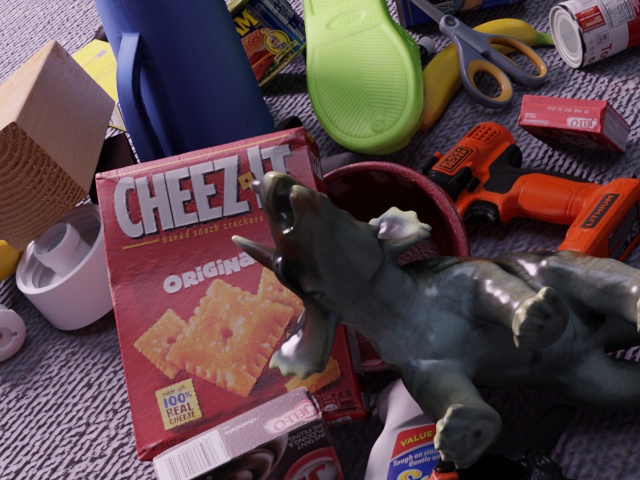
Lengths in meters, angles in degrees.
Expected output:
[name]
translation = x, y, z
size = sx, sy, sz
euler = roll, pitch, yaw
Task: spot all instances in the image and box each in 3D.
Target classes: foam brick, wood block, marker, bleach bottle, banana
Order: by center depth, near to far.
[bleach bottle]
translation = 0.064, 0.168, 0.673
size = 0.102, 0.068, 0.250
euler = -2, 39, 3
[wood block]
translation = -0.260, -0.093, 0.978
size = 0.090, 0.090, 0.206
euler = -37, 25, 16
[foam brick]
translation = -0.201, -0.059, 1.044
size = 0.053, 0.051, 0.078
euler = -21, 39, -4
[banana]
translation = 0.149, -0.176, 1.071
size = 0.197, 0.037, 0.070
euler = -35, 42, -21
[marker]
translation = 0.081, -0.171, 1.102
size = 0.020, 0.020, 0.121
euler = 16, 50, 34

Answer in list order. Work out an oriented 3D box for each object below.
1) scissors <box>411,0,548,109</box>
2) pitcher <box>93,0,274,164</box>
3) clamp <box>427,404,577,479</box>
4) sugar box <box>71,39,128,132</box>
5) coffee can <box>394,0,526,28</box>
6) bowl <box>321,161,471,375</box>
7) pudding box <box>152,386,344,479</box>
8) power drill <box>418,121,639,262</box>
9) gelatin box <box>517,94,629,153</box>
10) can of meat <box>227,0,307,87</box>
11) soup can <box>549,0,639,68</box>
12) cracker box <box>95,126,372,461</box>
[scissors]
translation = 0.126, -0.195, 1.049
size = 0.202, 0.016, 0.096
euler = 28, 61, 7
[pitcher]
translation = -0.142, -0.181, 1.015
size = 0.145, 0.243, 0.149
euler = -25, 39, -8
[clamp]
translation = 0.127, 0.140, 0.650
size = 0.171, 0.039, 0.120
euler = 10, 22, -28
[sugar box]
translation = -0.219, -0.170, 1.187
size = 0.176, 0.048, 0.093
euler = 18, 50, 36
[coffee can]
translation = 0.146, -0.295, 1.161
size = 0.140, 0.103, 0.103
euler = -11, 39, 7
[bowl]
translation = 0.044, 0.023, 0.822
size = 0.162, 0.055, 0.162
euler = -3, 81, 23
[pudding box]
translation = -0.043, 0.157, 0.703
size = 0.113, 0.090, 0.039
euler = -23, 38, -7
[power drill]
translation = 0.152, -0.018, 0.867
size = 0.188, 0.057, 0.184
euler = 23, 56, 37
[gelatin box]
translation = 0.219, -0.099, 0.920
size = 0.073, 0.089, 0.030
euler = 10, 88, 29
[can of meat]
translation = -0.068, -0.217, 1.128
size = 0.102, 0.084, 0.057
euler = -32, 22, 40
[soup can]
translation = 0.286, -0.218, 1.048
size = 0.102, 0.068, 0.068
euler = -22, 39, -6
[cracker box]
translation = -0.064, 0.040, 0.777
size = 0.164, 0.072, 0.214
euler = -12, 78, 5
